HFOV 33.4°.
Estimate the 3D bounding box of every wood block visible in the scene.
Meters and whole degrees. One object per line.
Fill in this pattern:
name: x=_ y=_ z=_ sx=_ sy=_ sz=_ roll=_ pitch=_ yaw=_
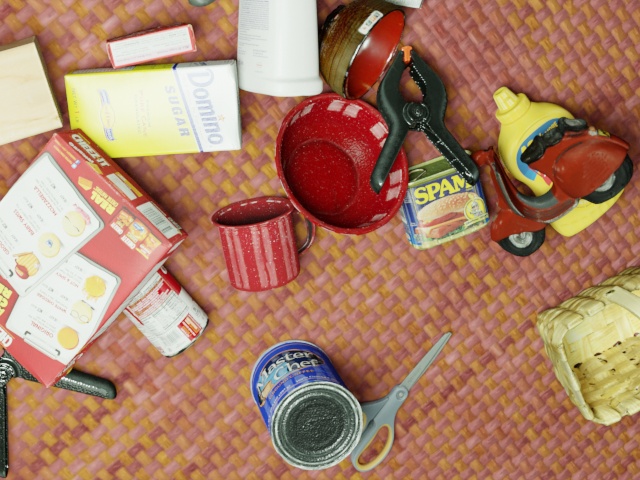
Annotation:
wood block: x=-0.374 y=-0.132 z=1.075 sx=0.206 sy=0.091 sz=0.090 roll=-18 pitch=108 yaw=-8

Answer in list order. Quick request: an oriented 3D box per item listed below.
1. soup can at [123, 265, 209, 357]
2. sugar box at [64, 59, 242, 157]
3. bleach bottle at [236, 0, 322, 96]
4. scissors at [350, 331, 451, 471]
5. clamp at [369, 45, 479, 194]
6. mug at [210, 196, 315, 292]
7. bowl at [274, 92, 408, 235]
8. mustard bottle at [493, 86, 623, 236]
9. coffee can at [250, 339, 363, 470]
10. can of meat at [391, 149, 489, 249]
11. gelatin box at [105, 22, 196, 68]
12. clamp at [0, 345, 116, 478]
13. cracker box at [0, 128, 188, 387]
soup can: x=-0.180 y=0.072 z=1.180 sx=0.068 sy=0.068 sz=0.102 roll=-40 pitch=109 yaw=-1
sugar box: x=-0.173 y=-0.138 z=1.125 sx=0.176 sy=0.048 sz=0.093 roll=-4 pitch=107 yaw=2
bleach bottle: x=-0.043 y=-0.280 z=1.106 sx=0.067 sy=0.103 sz=0.251 roll=-9 pitch=108 yaw=-35
scissors: x=0.076 y=0.185 z=1.293 sx=0.096 sy=0.016 sz=0.202 roll=22 pitch=98 yaw=-17
clamp: x=0.095 y=-0.128 z=1.170 sx=0.120 sy=0.039 sz=0.171 roll=-12 pitch=73 yaw=-16
mug: x=-0.058 y=0.001 z=1.184 sx=0.117 sy=0.093 sz=0.081 roll=-21 pitch=113 yaw=-27
bowl: x=0.015 y=-0.078 z=1.174 sx=0.161 sy=0.055 sz=0.162 roll=7 pitch=74 yaw=-24
mustard bottle: x=0.264 y=-0.102 z=1.241 sx=0.096 sy=0.058 sz=0.191 roll=-41 pitch=108 yaw=5
coffee can: x=-0.018 y=0.182 z=1.206 sx=0.102 sy=0.140 sz=0.103 roll=-3 pitch=104 yaw=-12
can of meat: x=0.139 y=-0.047 z=1.229 sx=0.102 sy=0.057 sz=0.084 roll=-19 pitch=110 yaw=-7
gelatin box: x=-0.177 y=-0.204 z=1.110 sx=0.089 sy=0.073 sz=0.030 roll=-15 pitch=106 yaw=-8
clamp: x=-0.354 y=0.153 z=1.178 sx=0.164 sy=0.036 sz=0.210 roll=-43 pitch=106 yaw=0
cracker box: x=-0.265 y=0.017 z=1.103 sx=0.164 sy=0.072 sz=0.214 roll=43 pitch=106 yaw=2
